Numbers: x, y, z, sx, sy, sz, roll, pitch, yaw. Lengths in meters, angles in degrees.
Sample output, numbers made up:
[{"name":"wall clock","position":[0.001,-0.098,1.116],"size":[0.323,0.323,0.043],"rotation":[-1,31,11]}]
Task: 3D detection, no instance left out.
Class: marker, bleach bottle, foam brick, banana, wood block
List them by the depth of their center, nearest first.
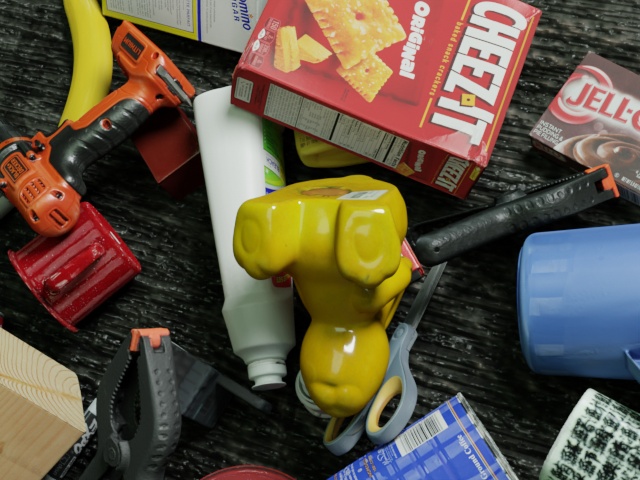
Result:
[{"name":"wood block","position":[-0.296,0.185,0.875],"size":[0.206,0.090,0.090],"rotation":[-46,31,8]},{"name":"bleach bottle","position":[-0.056,0.001,0.898],"size":[0.068,0.102,0.251],"rotation":[-12,72,12]},{"name":"marker","position":[-0.206,0.166,0.927],"size":[0.020,0.020,0.121],"rotation":[33,83,23]},{"name":"foam brick","position":[-0.136,-0.086,0.973],"size":[0.053,0.051,0.078],"rotation":[-35,66,2]},{"name":"banana","position":[-0.234,-0.167,1.036],"size":[0.070,0.037,0.198],"rotation":[1,72,14]}]

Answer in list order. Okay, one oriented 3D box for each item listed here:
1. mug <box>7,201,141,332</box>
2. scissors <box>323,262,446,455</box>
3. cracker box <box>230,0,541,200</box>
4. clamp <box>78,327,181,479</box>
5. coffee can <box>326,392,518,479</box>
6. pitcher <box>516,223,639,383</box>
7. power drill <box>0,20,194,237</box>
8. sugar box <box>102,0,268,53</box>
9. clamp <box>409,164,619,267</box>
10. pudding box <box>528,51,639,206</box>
[{"name":"mug","position":[-0.212,0.020,0.929],"size":[0.081,0.117,0.093],"rotation":[-39,95,-4]},{"name":"scissors","position":[0.071,0.084,0.832],"size":[0.201,0.016,0.096],"rotation":[-54,22,-14]},{"name":"cracker box","position":[0.055,-0.153,0.877],"size":[0.213,0.072,0.164],"rotation":[22,67,1]},{"name":"clamp","position":[-0.142,0.173,0.829],"size":[0.165,0.036,0.210],"rotation":[30,111,43]},{"name":"coffee can","position":[0.073,0.193,0.791],"size":[0.140,0.102,0.103],"rotation":[-34,66,3]},{"name":"pitcher","position":[0.268,0.051,0.766],"size":[0.243,0.149,0.145],"rotation":[-2,89,19]},{"name":"power drill","position":[-0.214,-0.106,0.946],"size":[0.187,0.057,0.185],"rotation":[-45,46,-2]},{"name":"sugar box","position":[-0.123,-0.240,0.999],"size":[0.176,0.093,0.048],"rotation":[18,36,18]},{"name":"clamp","position":[0.146,-0.020,0.850],"size":[0.171,0.120,0.039],"rotation":[-17,101,-4]},{"name":"pudding box","position":[0.242,-0.090,0.871],"size":[0.114,0.039,0.090],"rotation":[33,84,23]}]
